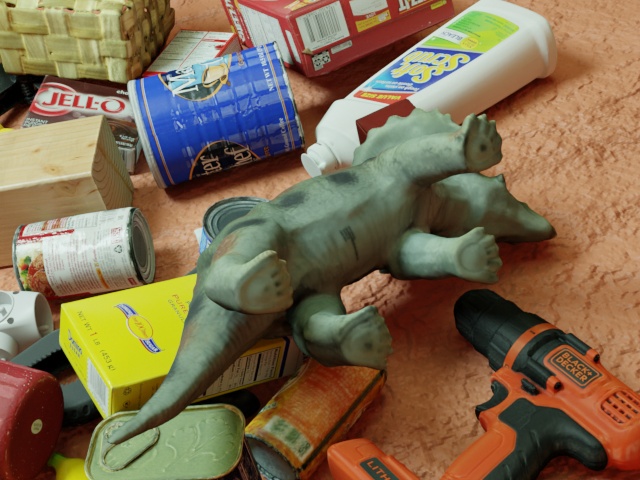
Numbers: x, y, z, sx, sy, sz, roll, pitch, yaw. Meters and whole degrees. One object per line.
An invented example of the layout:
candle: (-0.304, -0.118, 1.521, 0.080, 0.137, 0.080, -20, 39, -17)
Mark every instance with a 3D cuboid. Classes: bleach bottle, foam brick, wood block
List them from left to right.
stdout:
wood block: (-0.284, -0.038, 0.960, 0.206, 0.091, 0.090, -9, 41, 6)
foam brick: (0.068, -0.070, 0.903, 0.051, 0.078, 0.053, -24, 42, -9)
bleach bottle: (0.093, -0.129, 0.973, 0.250, 0.068, 0.103, -36, 43, -19)

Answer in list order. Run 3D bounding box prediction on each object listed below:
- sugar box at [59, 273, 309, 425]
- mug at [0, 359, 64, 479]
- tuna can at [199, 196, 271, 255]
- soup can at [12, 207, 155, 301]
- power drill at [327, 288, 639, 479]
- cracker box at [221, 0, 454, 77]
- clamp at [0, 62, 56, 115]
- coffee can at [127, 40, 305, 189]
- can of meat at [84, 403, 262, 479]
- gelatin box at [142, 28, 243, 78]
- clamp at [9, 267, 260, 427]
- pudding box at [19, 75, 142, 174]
sugar box: (-0.087, 0.068, 0.767, 0.175, 0.048, 0.093, -15, 45, -30)
mug: (-0.234, 0.134, 0.744, 0.081, 0.117, 0.093, 12, 16, 14)
tuna can: (-0.056, 0.001, 0.872, 0.086, 0.034, 0.086, 8, 35, -6)
soup can: (-0.197, 0.012, 0.897, 0.102, 0.068, 0.068, -9, 42, 6)
power drill: (0.100, 0.119, 0.701, 0.187, 0.057, 0.185, -32, 41, -17)
cracker box: (0.011, -0.239, 1.076, 0.164, 0.072, 0.214, -26, 26, -13)
clamp: (-0.324, -0.161, 1.141, 0.120, 0.039, 0.171, -4, 35, -12)
coffee can: (-0.094, -0.115, 0.980, 0.140, 0.103, 0.103, -16, 41, -2)
can of meat: (-0.090, 0.157, 0.695, 0.102, 0.084, 0.057, -6, 42, 9)
gelatin box: (-0.133, -0.186, 1.124, 0.073, 0.030, 0.089, 8, 46, 26)
clamp: (-0.151, 0.099, 0.811, 0.210, 0.036, 0.165, -19, 41, -10)
pudding box: (-0.226, -0.113, 1.040, 0.113, 0.039, 0.090, 12, 44, -4)
